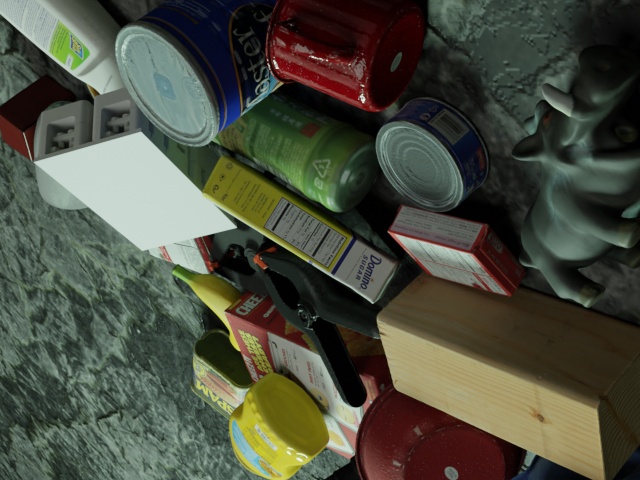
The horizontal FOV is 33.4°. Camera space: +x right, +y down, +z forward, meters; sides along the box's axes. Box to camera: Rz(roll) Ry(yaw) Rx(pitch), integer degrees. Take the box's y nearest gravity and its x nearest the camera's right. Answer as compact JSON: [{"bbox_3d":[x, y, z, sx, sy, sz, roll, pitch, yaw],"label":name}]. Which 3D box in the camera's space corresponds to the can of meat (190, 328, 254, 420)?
[{"bbox_3d":[-0.113,0.169,1.329,0.102,0.057,0.084,35,145,21],"label":"can of meat"}]

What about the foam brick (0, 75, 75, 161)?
[{"bbox_3d":[-0.323,-0.139,1.220,0.051,0.078,0.053,34,148,21],"label":"foam brick"}]

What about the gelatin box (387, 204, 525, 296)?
[{"bbox_3d":[0.109,0.007,0.848,0.089,0.030,0.073,15,160,43],"label":"gelatin box"}]

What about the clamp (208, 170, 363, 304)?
[{"bbox_3d":[-0.057,0.001,1.076,0.210,0.036,0.164,0,120,53],"label":"clamp"}]

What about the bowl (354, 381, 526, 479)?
[{"bbox_3d":[0.114,0.194,0.952,0.162,0.162,0.055,58,-175,-17],"label":"bowl"}]

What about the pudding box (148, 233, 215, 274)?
[{"bbox_3d":[-0.161,-0.016,1.192,0.114,0.039,0.090,15,136,41],"label":"pudding box"}]

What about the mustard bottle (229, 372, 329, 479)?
[{"bbox_3d":[-0.055,0.212,1.157,0.096,0.058,0.192,47,151,7],"label":"mustard bottle"}]

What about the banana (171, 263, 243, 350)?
[{"bbox_3d":[-0.099,0.083,1.200,0.070,0.037,0.197,31,162,31],"label":"banana"}]

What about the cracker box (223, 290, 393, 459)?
[{"bbox_3d":[0.014,0.144,1.118,0.214,0.072,0.164,20,139,41],"label":"cracker box"}]

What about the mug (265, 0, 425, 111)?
[{"bbox_3d":[0.015,-0.140,0.745,0.082,0.117,0.093,27,111,24],"label":"mug"}]

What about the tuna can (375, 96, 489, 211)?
[{"bbox_3d":[0.084,-0.065,0.816,0.086,0.033,0.086,33,147,25],"label":"tuna can"}]

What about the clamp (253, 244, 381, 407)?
[{"bbox_3d":[0.003,0.061,0.978,0.171,0.039,0.120,50,137,18],"label":"clamp"}]

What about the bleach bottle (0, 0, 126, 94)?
[{"bbox_3d":[-0.252,-0.214,1.057,0.251,0.068,0.103,45,151,1],"label":"bleach bottle"}]

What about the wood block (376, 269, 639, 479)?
[{"bbox_3d":[0.157,0.099,0.857,0.206,0.090,0.091,20,139,40],"label":"wood block"}]

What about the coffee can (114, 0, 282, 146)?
[{"bbox_3d":[-0.069,-0.151,0.808,0.103,0.140,0.103,33,147,25],"label":"coffee can"}]

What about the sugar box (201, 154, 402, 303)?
[{"bbox_3d":[-0.013,-0.011,0.932,0.176,0.048,0.093,30,-176,6],"label":"sugar box"}]
